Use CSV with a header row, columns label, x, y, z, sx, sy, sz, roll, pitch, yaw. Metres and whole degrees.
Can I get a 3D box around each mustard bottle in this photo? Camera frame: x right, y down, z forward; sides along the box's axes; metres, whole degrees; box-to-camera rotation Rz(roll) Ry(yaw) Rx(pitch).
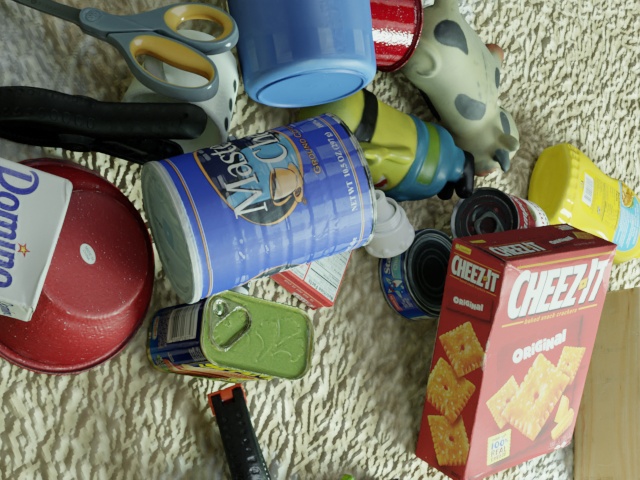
label,x,y,z,sx,sy,sz,roll,pitch,yaw
mustard bottle,0.311,-0.027,1.180,0.191,0.058,0.096,27,63,-33

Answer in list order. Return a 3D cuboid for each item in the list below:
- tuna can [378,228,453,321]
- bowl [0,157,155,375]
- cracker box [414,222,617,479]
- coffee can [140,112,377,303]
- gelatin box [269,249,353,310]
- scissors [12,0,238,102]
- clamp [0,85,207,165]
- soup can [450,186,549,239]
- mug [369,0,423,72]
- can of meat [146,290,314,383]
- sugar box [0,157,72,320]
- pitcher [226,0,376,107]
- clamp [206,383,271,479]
label,x,y,z,sx,sy,sz,roll,pitch,yaw
tuna can,0.097,0.032,1.003,0.085,0.034,0.086,10,74,-38
bowl,-0.176,0.014,0.763,0.161,0.055,0.162,10,74,-38
cracker box,0.180,0.100,0.977,0.163,0.072,0.214,-7,114,-41
coffee can,-0.045,-0.024,0.762,0.140,0.103,0.103,-18,92,-19
gelatin box,-0.010,0.004,0.922,0.073,0.030,0.089,38,58,-29
scissors,-0.145,-0.165,0.772,0.202,0.016,0.096,34,58,17
clamp,-0.168,-0.080,0.769,0.171,0.120,0.039,8,72,-5
soup can,0.177,-0.012,1.038,0.102,0.069,0.068,10,73,-60
mug,0.033,-0.213,0.964,0.081,0.093,0.117,-2,96,-36
can of meat,-0.071,0.077,0.818,0.101,0.084,0.057,17,70,-37
sugar box,-0.254,-0.020,0.674,0.176,0.048,0.093,17,69,-12
pitcher,-0.020,-0.240,0.861,0.149,0.145,0.243,14,66,-69
clamp,-0.041,0.215,0.812,0.036,0.164,0.210,-18,70,-5
